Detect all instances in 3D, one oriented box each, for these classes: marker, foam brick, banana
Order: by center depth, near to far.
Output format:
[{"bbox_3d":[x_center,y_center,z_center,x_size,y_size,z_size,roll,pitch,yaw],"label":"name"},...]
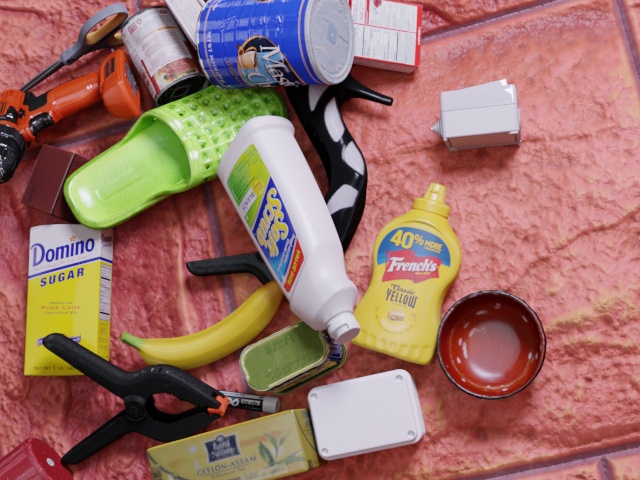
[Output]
[{"bbox_3d":[-0.122,0.104,1.192,0.198,0.069,0.037,-21,40,9],"label":"banana"},{"bbox_3d":[-0.105,0.178,1.199,0.121,0.020,0.020,5,83,14],"label":"marker"},{"bbox_3d":[-0.307,-0.067,1.261,0.053,0.051,0.078,19,87,28],"label":"foam brick"}]

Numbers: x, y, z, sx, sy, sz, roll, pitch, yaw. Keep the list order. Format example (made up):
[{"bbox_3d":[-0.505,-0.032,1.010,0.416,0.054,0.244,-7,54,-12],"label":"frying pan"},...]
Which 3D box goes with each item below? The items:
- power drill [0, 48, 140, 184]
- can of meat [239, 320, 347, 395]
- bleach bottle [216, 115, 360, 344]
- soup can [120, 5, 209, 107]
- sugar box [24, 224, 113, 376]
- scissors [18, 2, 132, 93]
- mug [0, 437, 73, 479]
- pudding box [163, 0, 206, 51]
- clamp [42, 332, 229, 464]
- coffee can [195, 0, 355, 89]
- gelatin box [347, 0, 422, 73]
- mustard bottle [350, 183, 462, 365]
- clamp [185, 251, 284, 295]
[{"bbox_3d":[-0.303,-0.144,1.229,0.187,0.057,0.184,-19,35,4],"label":"power drill"},{"bbox_3d":[-0.030,0.126,1.155,0.102,0.084,0.057,-28,77,8],"label":"can of meat"},{"bbox_3d":[-0.022,-0.007,1.119,0.103,0.067,0.251,-51,55,36],"label":"bleach bottle"},{"bbox_3d":[-0.183,-0.214,1.248,0.068,0.068,0.102,-31,76,7],"label":"soup can"},{"bbox_3d":[-0.293,0.069,1.245,0.093,0.048,0.176,-3,83,12],"label":"sugar box"},{"bbox_3d":[-0.284,-0.226,1.292,0.202,0.096,0.016,-32,78,39],"label":"scissors"},{"bbox_3d":[-0.326,0.286,1.208,0.081,0.093,0.117,-39,106,0],"label":"mug"},{"bbox_3d":[-0.145,-0.258,1.233,0.039,0.090,0.113,-37,76,5],"label":"pudding box"},{"bbox_3d":[-0.208,0.190,1.193,0.210,0.036,0.165,7,113,7],"label":"clamp"},{"bbox_3d":[-0.047,-0.216,1.143,0.140,0.102,0.103,2,82,29],"label":"coffee can"},{"bbox_3d":[0.068,-0.230,1.191,0.089,0.030,0.073,5,82,-17],"label":"gelatin box"},{"bbox_3d":[0.100,0.031,1.150,0.096,0.058,0.191,16,86,15],"label":"mustard bottle"},{"bbox_3d":[-0.058,0.001,1.203,0.171,0.039,0.120,16,91,9],"label":"clamp"}]
